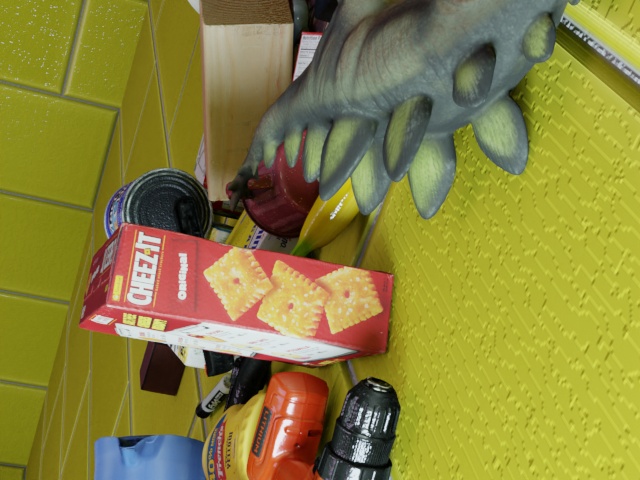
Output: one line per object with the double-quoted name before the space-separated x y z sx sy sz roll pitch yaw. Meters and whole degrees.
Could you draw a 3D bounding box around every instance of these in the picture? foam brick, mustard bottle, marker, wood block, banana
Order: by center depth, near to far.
"banana" 0.035 -0.061 0.866 0.198 0.037 0.069 -59 6 26
"mustard bottle" -0.071 0.202 1.006 0.192 0.058 0.096 144 131 -65
"wood block" -0.078 -0.152 1.116 0.091 0.090 0.206 -102 12 -51
"marker" -0.123 0.184 1.244 0.121 0.020 0.020 131 147 -57
"foam brick" -0.221 0.170 1.506 0.053 0.051 0.078 -113 39 -63

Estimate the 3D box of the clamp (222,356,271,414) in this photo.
"clamp" -0.070 0.126 1.088 0.120 0.039 0.172 -73 5 -53

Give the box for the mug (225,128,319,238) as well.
"mug" -0.027 -0.052 0.953 0.082 0.117 0.093 160 103 -65

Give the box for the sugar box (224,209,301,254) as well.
"sugar box" -0.057 0.001 1.081 0.093 0.048 0.176 -62 12 -13

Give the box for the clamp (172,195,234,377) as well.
"clamp" -0.112 0.080 1.097 0.165 0.036 0.210 -116 17 -46

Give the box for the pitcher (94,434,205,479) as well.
"pitcher" -0.194 0.348 1.207 0.145 0.149 0.243 -28 54 49

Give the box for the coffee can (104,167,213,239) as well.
"coffee can" -0.191 -0.027 1.241 0.140 0.102 0.103 172 109 -71

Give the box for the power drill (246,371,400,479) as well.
"power drill" -0.001 0.167 0.812 0.188 0.057 0.184 -135 60 -70

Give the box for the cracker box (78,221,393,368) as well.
"cracker box" -0.072 0.048 0.850 0.164 0.213 0.072 152 128 -68

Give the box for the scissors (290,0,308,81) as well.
"scissors" -0.027 -0.170 1.131 0.202 0.016 0.096 99 167 -60
